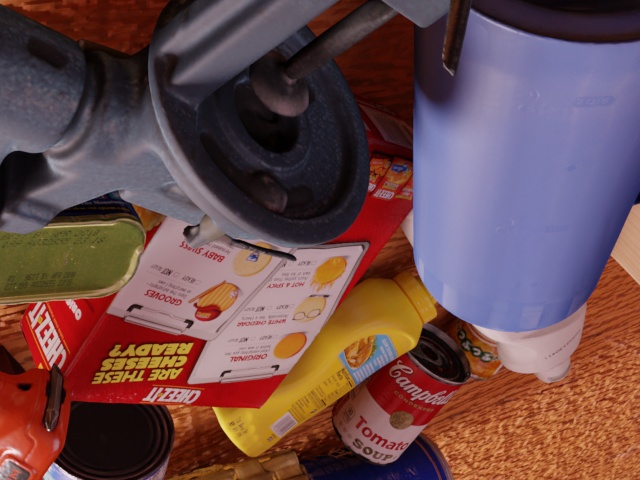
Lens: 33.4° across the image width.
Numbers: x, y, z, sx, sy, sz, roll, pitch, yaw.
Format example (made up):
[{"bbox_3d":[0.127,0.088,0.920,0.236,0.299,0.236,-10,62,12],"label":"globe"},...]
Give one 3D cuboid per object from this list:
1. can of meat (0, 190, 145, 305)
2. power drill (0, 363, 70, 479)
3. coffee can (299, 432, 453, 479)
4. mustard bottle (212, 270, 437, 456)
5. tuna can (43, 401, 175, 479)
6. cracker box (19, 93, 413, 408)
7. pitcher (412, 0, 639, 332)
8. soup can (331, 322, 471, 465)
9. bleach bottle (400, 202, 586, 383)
[{"bbox_3d":[-0.146,-0.016,0.527,0.101,0.084,0.057,-4,132,-36],"label":"can of meat"},{"bbox_3d":[-0.239,0.095,0.547,0.187,0.057,0.185,27,116,-25],"label":"power drill"},{"bbox_3d":[0.032,0.227,0.911,0.140,0.103,0.103,-10,136,-30],"label":"coffee can"},{"bbox_3d":[0.011,0.079,0.771,0.191,0.058,0.096,-33,153,-4],"label":"mustard bottle"},{"bbox_3d":[-0.139,0.131,0.689,0.086,0.086,0.034,-10,138,-30],"label":"tuna can"},{"bbox_3d":[-0.054,0.001,0.628,0.163,0.072,0.214,12,123,-44],"label":"cracker box"},{"bbox_3d":[0.116,-0.058,0.521,0.144,0.149,0.243,-33,150,-20],"label":"pitcher"},{"bbox_3d":[0.062,0.121,0.846,0.068,0.068,0.102,8,128,-43],"label":"soup can"},{"bbox_3d":[0.124,0.022,0.749,0.102,0.068,0.250,-34,130,-3],"label":"bleach bottle"}]
